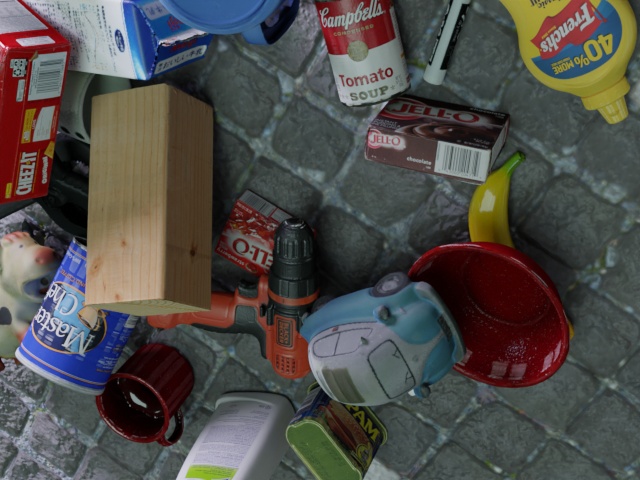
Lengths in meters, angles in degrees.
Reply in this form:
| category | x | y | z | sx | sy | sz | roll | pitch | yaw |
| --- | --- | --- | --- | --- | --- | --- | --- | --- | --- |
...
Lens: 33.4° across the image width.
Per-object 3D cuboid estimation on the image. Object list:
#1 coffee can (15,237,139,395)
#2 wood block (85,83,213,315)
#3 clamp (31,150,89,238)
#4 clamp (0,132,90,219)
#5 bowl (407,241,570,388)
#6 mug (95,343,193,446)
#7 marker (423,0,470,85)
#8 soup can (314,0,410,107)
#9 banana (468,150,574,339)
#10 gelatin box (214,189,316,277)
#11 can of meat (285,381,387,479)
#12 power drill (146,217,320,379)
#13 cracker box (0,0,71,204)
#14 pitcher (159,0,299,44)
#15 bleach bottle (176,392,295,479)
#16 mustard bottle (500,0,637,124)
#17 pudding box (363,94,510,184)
| category | x | y | z | sx | sy | sz | roll | pitch | yaw |
| --- | --- | --- | --- | --- | --- | --- | --- | --- | --- |
| coffee can | -0.251 | 0.081 | 1.151 | 0.103 | 0.102 | 0.140 | 27 | 90 | 7 |
| wood block | -0.163 | -0.036 | 1.036 | 0.090 | 0.090 | 0.206 | -6 | 78 | 25 |
| clamp | -0.285 | -0.053 | 1.125 | 0.120 | 0.039 | 0.171 | -21 | 119 | 45 |
| clamp | -0.294 | -0.088 | 1.155 | 0.210 | 0.036 | 0.164 | 5 | 118 | 18 |
| bowl | 0.161 | 0.057 | 0.988 | 0.162 | 0.055 | 0.162 | 20 | 132 | 23 |
| mug | -0.191 | 0.181 | 1.226 | 0.093 | 0.081 | 0.117 | -21 | 106 | 30 |
| marker | 0.118 | -0.195 | 0.942 | 0.020 | 0.020 | 0.121 | 24 | 122 | 9 |
| soup can | 0.038 | -0.178 | 0.955 | 0.069 | 0.068 | 0.102 | -5 | 114 | 24 |
| banana | 0.183 | 0.016 | 1.013 | 0.070 | 0.037 | 0.198 | -10 | 112 | 28 |
| gelatin box | -0.057 | 0.001 | 1.108 | 0.089 | 0.030 | 0.073 | 31 | 124 | 6 |
| can of meat | 0.016 | 0.210 | 1.155 | 0.058 | 0.083 | 0.102 | -32 | 100 | 32 |
| power drill | -0.090 | 0.046 | 1.094 | 0.188 | 0.057 | 0.184 | 13 | 122 | 20 |
| cracker box | -0.330 | -0.159 | 1.015 | 0.214 | 0.071 | 0.164 | 40 | 128 | 32 |
| pitcher | -0.051 | -0.242 | 0.852 | 0.149 | 0.242 | 0.145 | 44 | 120 | -13 |
| bleach bottle | -0.112 | 0.255 | 1.130 | 0.103 | 0.250 | 0.068 | -4 | 114 | 24 |
| mustard bottle | 0.207 | -0.183 | 0.888 | 0.096 | 0.058 | 0.191 | -24 | 105 | 27 |
| pudding box | 0.105 | -0.093 | 0.958 | 0.113 | 0.090 | 0.039 | 15 | 122 | 14 |
